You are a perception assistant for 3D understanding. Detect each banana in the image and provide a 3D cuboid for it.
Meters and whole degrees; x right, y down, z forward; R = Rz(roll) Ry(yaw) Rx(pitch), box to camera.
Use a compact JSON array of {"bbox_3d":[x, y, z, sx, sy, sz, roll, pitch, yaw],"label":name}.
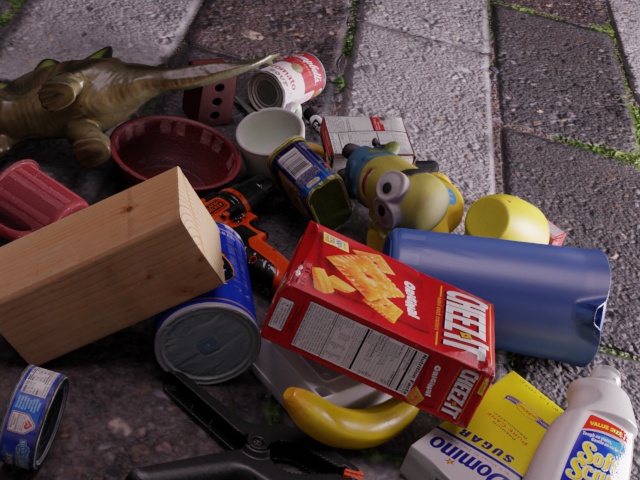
[{"bbox_3d":[0.034,0.164,1.008,0.037,0.069,0.197,-4,-2,43],"label":"banana"}]

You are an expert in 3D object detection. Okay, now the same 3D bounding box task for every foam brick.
[{"bbox_3d":[-0.150,-0.200,1.444,0.052,0.078,0.051,-11,43,-30],"label":"foam brick"}]

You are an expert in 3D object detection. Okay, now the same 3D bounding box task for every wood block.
[{"bbox_3d":[-0.205,0.026,1.010,0.206,0.090,0.091,-24,37,9],"label":"wood block"}]

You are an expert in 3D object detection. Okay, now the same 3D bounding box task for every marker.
[{"bbox_3d":[0.003,-0.154,1.477,0.020,0.020,0.121,-1,31,-22],"label":"marker"}]

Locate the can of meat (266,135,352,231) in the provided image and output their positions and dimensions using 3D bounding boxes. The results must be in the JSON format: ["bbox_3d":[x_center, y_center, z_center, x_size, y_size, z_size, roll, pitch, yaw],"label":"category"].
[{"bbox_3d":[-0.011,-0.064,1.291,0.057,0.102,0.084,-37,57,-9],"label":"can of meat"}]

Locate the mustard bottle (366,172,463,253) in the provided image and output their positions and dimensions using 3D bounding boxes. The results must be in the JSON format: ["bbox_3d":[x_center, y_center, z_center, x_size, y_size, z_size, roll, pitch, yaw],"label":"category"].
[{"bbox_3d":[0.128,-0.035,1.337,0.096,0.058,0.191,10,33,16],"label":"mustard bottle"}]

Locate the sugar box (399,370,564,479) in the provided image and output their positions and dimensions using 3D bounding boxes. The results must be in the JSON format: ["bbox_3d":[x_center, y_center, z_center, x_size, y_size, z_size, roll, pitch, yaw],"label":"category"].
[{"bbox_3d":[0.168,0.201,1.038,0.093,0.048,0.175,38,39,25],"label":"sugar box"}]

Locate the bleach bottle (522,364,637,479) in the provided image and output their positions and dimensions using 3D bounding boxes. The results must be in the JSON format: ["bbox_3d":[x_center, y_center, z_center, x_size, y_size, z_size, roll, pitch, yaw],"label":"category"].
[{"bbox_3d":[0.239,0.208,0.993,0.102,0.068,0.250,35,45,-6],"label":"bleach bottle"}]

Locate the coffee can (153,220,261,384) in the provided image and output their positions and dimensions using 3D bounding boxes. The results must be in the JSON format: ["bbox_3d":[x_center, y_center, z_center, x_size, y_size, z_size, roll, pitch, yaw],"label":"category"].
[{"bbox_3d":[-0.118,0.060,1.074,0.102,0.103,0.140,5,36,-15],"label":"coffee can"}]

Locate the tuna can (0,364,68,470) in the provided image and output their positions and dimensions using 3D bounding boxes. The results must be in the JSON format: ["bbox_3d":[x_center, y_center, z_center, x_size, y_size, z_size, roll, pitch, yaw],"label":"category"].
[{"bbox_3d":[-0.245,0.152,0.913,0.033,0.086,0.086,17,35,-1],"label":"tuna can"}]

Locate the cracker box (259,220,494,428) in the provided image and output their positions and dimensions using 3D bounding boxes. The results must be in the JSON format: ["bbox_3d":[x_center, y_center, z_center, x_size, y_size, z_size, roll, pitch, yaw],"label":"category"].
[{"bbox_3d":[0.062,0.075,1.042,0.213,0.072,0.164,24,23,-1],"label":"cracker box"}]

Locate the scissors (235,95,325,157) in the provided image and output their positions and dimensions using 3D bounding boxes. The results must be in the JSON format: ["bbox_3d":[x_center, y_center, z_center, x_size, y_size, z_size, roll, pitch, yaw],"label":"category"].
[{"bbox_3d":[-0.047,-0.145,1.461,0.096,0.016,0.202,-1,39,-25],"label":"scissors"}]

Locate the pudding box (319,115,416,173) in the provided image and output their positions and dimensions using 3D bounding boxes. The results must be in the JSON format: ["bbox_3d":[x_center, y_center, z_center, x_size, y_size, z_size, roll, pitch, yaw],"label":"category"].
[{"bbox_3d":[0.060,-0.123,1.388,0.113,0.039,0.090,-1,41,-9],"label":"pudding box"}]

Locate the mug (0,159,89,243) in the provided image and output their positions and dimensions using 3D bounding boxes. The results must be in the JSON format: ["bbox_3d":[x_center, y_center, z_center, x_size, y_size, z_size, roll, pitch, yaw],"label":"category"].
[{"bbox_3d":[-0.305,-0.025,1.127,0.081,0.093,0.117,32,20,14],"label":"mug"}]

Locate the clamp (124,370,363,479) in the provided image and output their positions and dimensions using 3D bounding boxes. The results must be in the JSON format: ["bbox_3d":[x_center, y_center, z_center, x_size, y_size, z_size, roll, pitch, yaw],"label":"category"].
[{"bbox_3d":[-0.066,0.189,0.973,0.210,0.036,0.164,13,29,-9],"label":"clamp"}]

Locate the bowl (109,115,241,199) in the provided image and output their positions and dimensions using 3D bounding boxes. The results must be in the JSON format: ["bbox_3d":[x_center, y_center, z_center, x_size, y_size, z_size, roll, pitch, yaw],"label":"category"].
[{"bbox_3d":[-0.179,-0.088,1.295,0.162,0.055,0.162,10,35,-8],"label":"bowl"}]

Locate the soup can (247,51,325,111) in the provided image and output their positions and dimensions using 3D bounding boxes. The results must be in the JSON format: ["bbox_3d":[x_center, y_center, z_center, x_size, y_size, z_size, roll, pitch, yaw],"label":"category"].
[{"bbox_3d":[-0.049,-0.224,1.524,0.069,0.069,0.102,32,38,22],"label":"soup can"}]

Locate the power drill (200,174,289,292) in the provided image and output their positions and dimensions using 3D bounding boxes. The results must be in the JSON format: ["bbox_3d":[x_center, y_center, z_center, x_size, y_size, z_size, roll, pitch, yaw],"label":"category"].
[{"bbox_3d":[-0.058,0.001,1.220,0.188,0.057,0.184,28,40,22],"label":"power drill"}]

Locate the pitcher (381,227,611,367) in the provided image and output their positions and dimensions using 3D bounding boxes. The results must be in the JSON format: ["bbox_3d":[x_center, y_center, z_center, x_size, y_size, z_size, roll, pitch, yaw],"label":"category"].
[{"bbox_3d":[0.186,0.057,1.190,0.242,0.149,0.145,10,50,-3],"label":"pitcher"}]
